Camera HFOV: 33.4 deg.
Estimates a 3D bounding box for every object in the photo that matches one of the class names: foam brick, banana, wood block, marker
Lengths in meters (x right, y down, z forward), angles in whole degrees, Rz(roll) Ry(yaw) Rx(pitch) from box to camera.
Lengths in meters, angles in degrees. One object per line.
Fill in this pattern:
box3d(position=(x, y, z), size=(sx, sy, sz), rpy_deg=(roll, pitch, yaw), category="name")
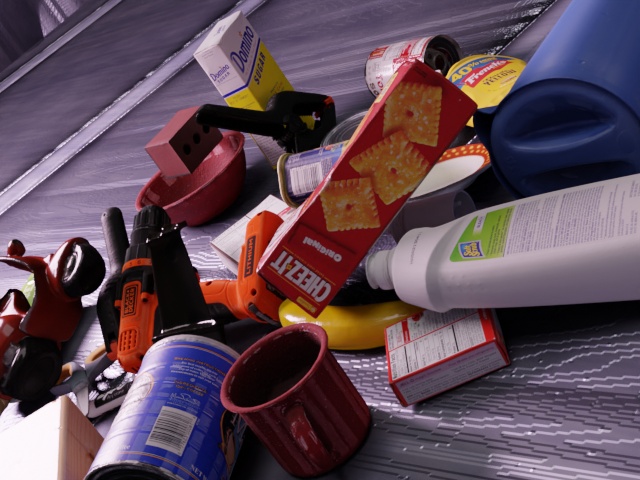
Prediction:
box3d(position=(-0.168, -0.121, 1.320), size=(0.051, 0.053, 0.078), rpy_deg=(-8, 36, 44), category="foam brick")
box3d(position=(0.019, 0.065, 0.918), size=(0.069, 0.037, 0.198), rpy_deg=(-48, 29, -23), category="banana")
box3d(position=(-0.215, 0.227, 0.846), size=(0.090, 0.090, 0.206), rpy_deg=(-31, 25, 3), category="wood block")
box3d(position=(-0.201, 0.154, 1.041), size=(0.121, 0.020, 0.020), rpy_deg=(-25, 26, 17), category="marker")

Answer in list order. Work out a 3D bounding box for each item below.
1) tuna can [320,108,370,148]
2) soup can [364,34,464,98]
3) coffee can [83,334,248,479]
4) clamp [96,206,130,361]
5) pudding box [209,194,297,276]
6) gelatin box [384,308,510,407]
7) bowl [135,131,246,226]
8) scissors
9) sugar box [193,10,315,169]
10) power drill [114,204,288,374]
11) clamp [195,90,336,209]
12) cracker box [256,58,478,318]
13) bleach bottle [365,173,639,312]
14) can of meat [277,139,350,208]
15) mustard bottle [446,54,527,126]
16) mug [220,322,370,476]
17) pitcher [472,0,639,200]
box3d(position=(0.043, -0.112, 1.206), size=(0.086, 0.033, 0.086), rpy_deg=(-27, 26, 14), category="tuna can")
box3d(position=(0.108, -0.199, 1.244), size=(0.102, 0.068, 0.068), rpy_deg=(0, 41, 51), category="soup can")
box3d(position=(-0.114, 0.157, 0.835), size=(0.103, 0.102, 0.140), rpy_deg=(-20, 29, 27), category="coffee can")
box3d(position=(-0.203, 0.046, 1.127), size=(0.039, 0.120, 0.171), rpy_deg=(-32, 28, 29), category="clamp")
box3d(position=(-0.057, 0.001, 1.121), size=(0.090, 0.039, 0.114), rpy_deg=(-40, 24, -10), category="pudding box")
box3d(position=(0.094, 0.080, 0.812), size=(0.089, 0.030, 0.073), rpy_deg=(-26, 27, 14), category="gelatin box")
box3d(position=(-0.149, -0.067, 1.328), size=(0.162, 0.055, 0.162), rpy_deg=(-27, 26, 14), category="bowl")
box3d(position=(-0.225, 0.136, 1.073), size=(0.096, 0.016, 0.202), rpy_deg=(-38, 16, -22), category="scissors")
box3d(position=(-0.076, -0.184, 1.308), size=(0.048, 0.176, 0.093), rpy_deg=(-19, 29, 29), category="sugar box")
box3d(position=(-0.118, 0.030, 1.049), size=(0.188, 0.057, 0.184), rpy_deg=(-16, 59, 29), category="power drill")
box3d(position=(-0.031, -0.117, 1.237), size=(0.036, 0.164, 0.209), rpy_deg=(-48, -9, 37), category="clamp")
box3d(position=(0.039, -0.052, 0.908), size=(0.214, 0.072, 0.164), rpy_deg=(-52, 2, 10), category="cracker box")
box3d(position=(0.154, 0.005, 0.788), size=(0.251, 0.068, 0.102), rpy_deg=(-7, 35, 28), category="bleach bottle")
box3d(position=(0.020, -0.067, 1.088), size=(0.084, 0.057, 0.101), rpy_deg=(-10, -6, 36), category="can of meat")
box3d(position=(0.176, -0.151, 1.090), size=(0.096, 0.058, 0.192), rpy_deg=(-28, 24, -6), category="mustard bottle")
box3d(position=(-0.012, 0.127, 0.793), size=(0.093, 0.081, 0.117), rpy_deg=(-34, 25, 0), category="mug")
box3d(position=(0.249, -0.132, 0.912), size=(0.145, 0.149, 0.242), rpy_deg=(-31, 17, 43), category="pitcher")
